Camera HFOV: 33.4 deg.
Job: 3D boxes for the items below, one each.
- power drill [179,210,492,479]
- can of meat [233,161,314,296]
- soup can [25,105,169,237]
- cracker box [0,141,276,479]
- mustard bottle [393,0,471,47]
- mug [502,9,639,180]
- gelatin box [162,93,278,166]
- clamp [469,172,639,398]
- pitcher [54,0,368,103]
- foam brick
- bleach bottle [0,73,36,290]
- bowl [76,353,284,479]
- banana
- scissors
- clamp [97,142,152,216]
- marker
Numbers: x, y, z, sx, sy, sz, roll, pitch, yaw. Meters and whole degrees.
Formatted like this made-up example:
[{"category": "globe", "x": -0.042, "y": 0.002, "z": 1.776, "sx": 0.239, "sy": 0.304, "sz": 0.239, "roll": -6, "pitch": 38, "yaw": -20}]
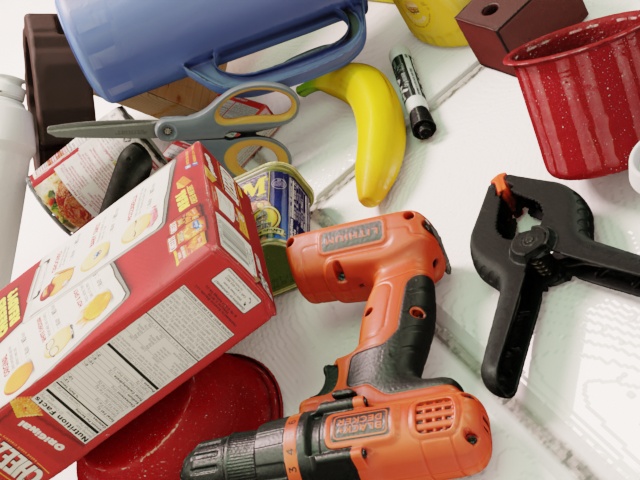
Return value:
[{"category": "power drill", "x": 0.010, "y": 0.074, "z": 0.650, "sx": 0.185, "sy": 0.057, "sz": 0.187, "roll": -11, "pitch": 45, "yaw": 16}, {"category": "can of meat", "x": -0.055, "y": 0.001, "z": 0.798, "sx": 0.102, "sy": 0.057, "sz": 0.084, "roll": -23, "pitch": 42, "yaw": 21}, {"category": "soup can", "x": -0.188, "y": -0.058, "z": 0.903, "sx": 0.102, "sy": 0.068, "sz": 0.069, "roll": -38, "pitch": 36, "yaw": -1}, {"category": "cracker box", "x": -0.137, "y": 0.049, "z": 0.705, "sx": 0.214, "sy": 0.072, "sz": 0.164, "roll": -37, "pitch": 28, "yaw": 9}, {"category": "mustard bottle", "x": 0.066, "y": -0.242, "z": 0.842, "sx": 0.058, "sy": 0.191, "sz": 0.096, "roll": -44, "pitch": 36, "yaw": -9}, {"category": "mug", "x": 0.169, "y": -0.091, "z": 0.673, "sx": 0.093, "sy": 0.081, "sz": 0.117, "roll": -20, "pitch": 15, "yaw": 2}, {"category": "gelatin box", "x": -0.089, "y": -0.087, "z": 0.944, "sx": 0.089, "sy": 0.030, "sz": 0.073, "roll": -49, "pitch": 39, "yaw": -14}, {"category": "clamp", "x": 0.126, "y": 0.019, "z": 0.639, "sx": 0.120, "sy": 0.039, "sz": 0.171, "roll": -31, "pitch": 30, "yaw": 2}, {"category": "pitcher", "x": -0.086, "y": -0.198, "z": 0.885, "sx": 0.243, "sy": 0.145, "sz": 0.149, "roll": -23, "pitch": 30, "yaw": 0}, {"category": "foam brick", "x": 0.153, "y": -0.171, "z": 0.809, "sx": 0.078, "sy": 0.051, "sz": 0.053, "roll": -44, "pitch": 37, "yaw": -9}, {"category": "bleach bottle", "x": -0.301, "y": -0.020, "z": 0.927, "sx": 0.103, "sy": 0.068, "sz": 0.251, "roll": 5, "pitch": 82, "yaw": 44}, {"category": "bowl", "x": -0.106, "y": 0.126, "z": 0.705, "sx": 0.162, "sy": 0.055, "sz": 0.162, "roll": -23, "pitch": 38, "yaw": 20}, {"category": "banana", "x": 0.034, "y": -0.096, "z": 0.847, "sx": 0.070, "sy": 0.037, "sz": 0.198, "roll": -48, "pitch": 32, "yaw": 16}, {"category": "scissors", "x": -0.110, "y": -0.075, "z": 0.866, "sx": 0.202, "sy": 0.096, "sz": 0.016, "roll": -15, "pitch": 27, "yaw": 6}, {"category": "clamp", "x": -0.160, "y": 0.018, "z": 0.842, "sx": 0.036, "sy": 0.164, "sz": 0.210, "roll": 42, "pitch": 102, "yaw": 19}, {"category": "marker", "x": 0.073, "y": -0.118, "z": 0.849, "sx": 0.020, "sy": 0.020, "sz": 0.121, "roll": -27, "pitch": 38, "yaw": 14}]
